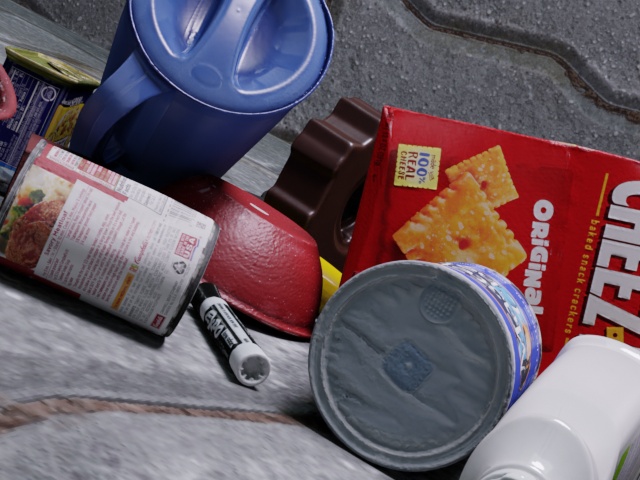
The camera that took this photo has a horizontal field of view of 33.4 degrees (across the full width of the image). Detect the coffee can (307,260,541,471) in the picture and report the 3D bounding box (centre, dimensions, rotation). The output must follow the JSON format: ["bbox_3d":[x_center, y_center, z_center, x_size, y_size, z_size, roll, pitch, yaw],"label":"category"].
[{"bbox_3d":[0.063,0.062,0.583,0.103,0.103,0.140,28,7,16],"label":"coffee can"}]

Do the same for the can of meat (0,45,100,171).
[{"bbox_3d":[-0.215,-0.094,0.801,0.057,0.084,0.102,26,7,-1],"label":"can of meat"}]

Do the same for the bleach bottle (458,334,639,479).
[{"bbox_3d":[0.112,0.098,0.493,0.068,0.102,0.250,25,5,20],"label":"bleach bottle"}]

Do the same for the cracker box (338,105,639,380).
[{"bbox_3d":[0.126,0.015,0.711,0.214,0.164,0.072,14,-3,10],"label":"cracker box"}]

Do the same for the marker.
[{"bbox_3d":[-0.053,0.049,0.600,0.020,0.020,0.121,23,8,-24],"label":"marker"}]

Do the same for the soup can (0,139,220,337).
[{"bbox_3d":[-0.112,0.000,0.552,0.102,0.068,0.068,25,7,-10],"label":"soup can"}]

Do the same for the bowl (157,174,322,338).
[{"bbox_3d":[-0.055,0.001,0.736,0.162,0.055,0.162,32,6,-4],"label":"bowl"}]

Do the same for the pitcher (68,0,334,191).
[{"bbox_3d":[-0.102,-0.099,0.754,0.149,0.145,0.243,9,-20,-20],"label":"pitcher"}]
